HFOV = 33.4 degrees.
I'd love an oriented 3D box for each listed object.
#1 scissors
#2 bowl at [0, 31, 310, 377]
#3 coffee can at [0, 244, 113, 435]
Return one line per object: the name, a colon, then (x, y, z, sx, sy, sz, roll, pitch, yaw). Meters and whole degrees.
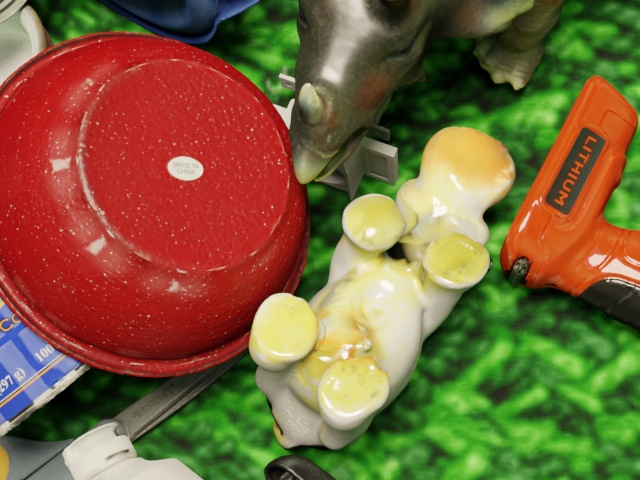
scissors: (-0.126, 0.093, 0.537, 0.096, 0.016, 0.201, 38, 82, 14)
bowl: (-0.066, -0.025, 0.458, 0.161, 0.055, 0.162, 8, 72, -25)
coffee can: (-0.158, 0.008, 0.493, 0.103, 0.103, 0.140, -39, 95, -4)
